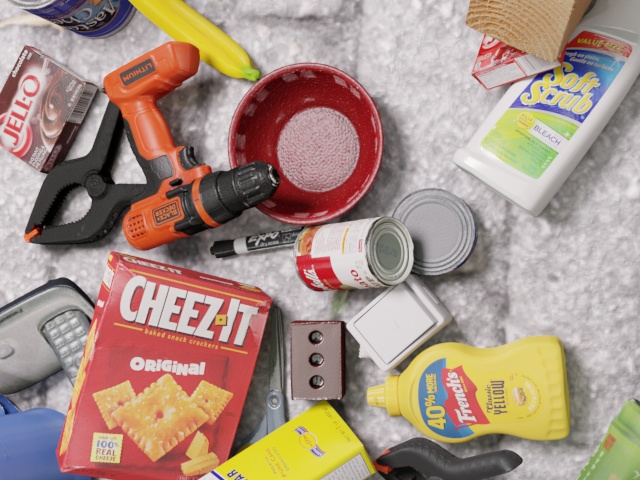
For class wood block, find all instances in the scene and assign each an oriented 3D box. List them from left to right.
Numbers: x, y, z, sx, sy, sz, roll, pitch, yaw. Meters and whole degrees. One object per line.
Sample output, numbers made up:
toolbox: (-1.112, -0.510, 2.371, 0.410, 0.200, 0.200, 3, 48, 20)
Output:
wood block: (0.218, -0.271, 0.951, 0.090, 0.091, 0.206, 27, 62, 14)

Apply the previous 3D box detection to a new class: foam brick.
foam brick: (-0.002, 0.118, 1.067, 0.053, 0.051, 0.078, -2, 86, 6)

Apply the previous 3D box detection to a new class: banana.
banana: (-0.139, -0.226, 1.102, 0.198, 0.070, 0.037, 36, 77, -2)

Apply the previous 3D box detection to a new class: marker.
marker: (-0.057, 0.001, 1.106, 0.121, 0.020, 0.020, -9, 86, 15)

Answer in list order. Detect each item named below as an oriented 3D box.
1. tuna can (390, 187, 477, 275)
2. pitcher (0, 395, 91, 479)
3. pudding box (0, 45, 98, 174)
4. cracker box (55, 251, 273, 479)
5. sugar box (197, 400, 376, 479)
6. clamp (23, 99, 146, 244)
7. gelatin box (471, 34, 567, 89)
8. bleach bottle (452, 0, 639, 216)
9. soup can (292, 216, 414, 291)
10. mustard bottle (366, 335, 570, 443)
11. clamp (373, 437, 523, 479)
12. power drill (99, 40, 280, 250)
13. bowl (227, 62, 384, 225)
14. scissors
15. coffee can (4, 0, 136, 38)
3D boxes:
tuna can: (0.111, -0.008, 1.052, 0.086, 0.033, 0.086, 0, 88, 16)
pitcher: (-0.355, 0.233, 1.068, 0.149, 0.242, 0.145, 10, 89, 23)
pudding box: (-0.308, -0.143, 1.169, 0.090, 0.039, 0.113, 32, 97, 15)
cracker box: (-0.155, 0.135, 1.065, 0.164, 0.072, 0.214, 15, 94, -20)
sugar box: (-0.045, 0.234, 1.029, 0.176, 0.093, 0.048, -30, 121, -12)
clamp: (-0.237, -0.071, 1.149, 0.210, 0.036, 0.164, -30, 81, 10)
gelatin box: (0.190, -0.187, 1.000, 0.089, 0.030, 0.073, -13, 46, 45)
bleach bottle: (0.236, -0.151, 1.008, 0.103, 0.068, 0.251, 35, 95, 16)
soup can: (0.032, 0.014, 1.034, 0.102, 0.068, 0.068, -7, 86, 46)
mustard bottle: (0.139, 0.146, 1.027, 0.192, 0.058, 0.096, -5, 98, 16)
clamp: (0.127, 0.241, 1.012, 0.172, 0.039, 0.120, 3, 108, 47)
power drill: (-0.137, -0.099, 1.065, 0.185, 0.057, 0.188, -20, 79, 26)
bowl: (-0.010, -0.095, 1.077, 0.162, 0.055, 0.162, 0, 88, 15)
scissors: (-0.063, 0.177, 1.104, 0.096, 0.016, 0.202, -16, 85, 12)
coffee can: (-0.263, -0.274, 1.108, 0.103, 0.140, 0.103, 0, 89, 15)
